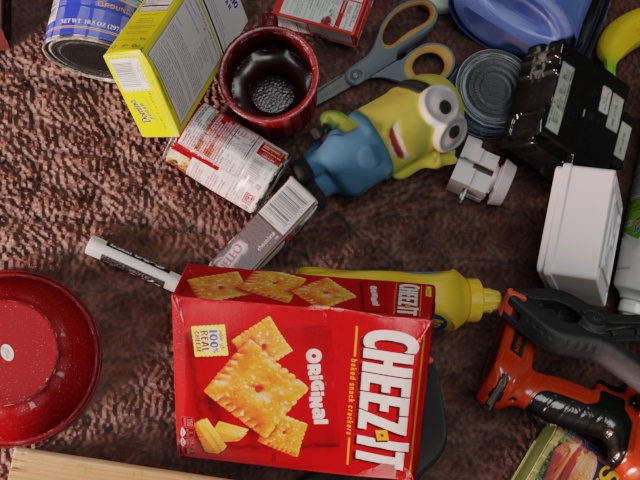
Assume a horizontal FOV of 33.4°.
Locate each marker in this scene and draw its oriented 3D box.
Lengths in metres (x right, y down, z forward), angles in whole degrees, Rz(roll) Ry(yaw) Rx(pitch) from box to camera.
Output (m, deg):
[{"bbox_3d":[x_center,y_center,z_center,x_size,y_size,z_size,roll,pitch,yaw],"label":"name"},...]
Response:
[{"bbox_3d":[-0.159,0.028,0.991,0.121,0.020,0.020,25,76,-3],"label":"marker"}]

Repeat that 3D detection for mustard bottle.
[{"bbox_3d":[0.072,0.054,0.981,0.191,0.096,0.058,0,76,-9],"label":"mustard bottle"}]

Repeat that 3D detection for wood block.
[{"bbox_3d":[-0.162,0.238,0.912,0.206,0.090,0.091,11,76,-6],"label":"wood block"}]

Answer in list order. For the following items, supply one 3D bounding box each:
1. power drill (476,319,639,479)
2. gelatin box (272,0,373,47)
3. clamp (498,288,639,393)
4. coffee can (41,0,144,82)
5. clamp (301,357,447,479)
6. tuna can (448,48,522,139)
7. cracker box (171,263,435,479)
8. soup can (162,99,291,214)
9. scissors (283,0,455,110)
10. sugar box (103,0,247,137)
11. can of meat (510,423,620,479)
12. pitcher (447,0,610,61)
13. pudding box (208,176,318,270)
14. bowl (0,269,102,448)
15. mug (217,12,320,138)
[{"bbox_3d":[0.249,0.132,0.989,0.188,0.057,0.184,24,40,7],"label":"power drill"},{"bbox_3d":[0.006,-0.238,1.054,0.089,0.030,0.073,17,76,12],"label":"gelatin box"},{"bbox_3d":[0.246,0.090,0.959,0.171,0.120,0.039,13,117,-1],"label":"clamp"},{"bbox_3d":[-0.194,-0.231,0.995,0.102,0.103,0.140,11,77,-6],"label":"coffee can"},{"bbox_3d":[0.048,0.199,0.979,0.164,0.036,0.210,18,76,-1],"label":"clamp"},{"bbox_3d":[0.171,-0.147,1.069,0.086,0.034,0.086,2,78,-8],"label":"tuna can"},{"bbox_3d":[-0.016,0.113,0.907,0.214,0.072,0.164,5,116,5],"label":"cracker box"},{"bbox_3d":[-0.087,-0.078,0.998,0.102,0.068,0.068,32,76,-2],"label":"soup can"},{"bbox_3d":[0.053,-0.155,1.061,0.096,0.016,0.201,45,84,-8],"label":"scissors"},{"bbox_3d":[-0.127,-0.185,0.969,0.048,0.093,0.176,1,45,22],"label":"sugar box"},{"bbox_3d":[0.227,0.230,0.990,0.084,0.057,0.102,34,75,2],"label":"can of meat"},{"bbox_3d":[0.240,-0.302,1.072,0.145,0.149,0.242,24,72,12],"label":"pitcher"},{"bbox_3d":[-0.056,0.001,0.976,0.039,0.090,0.113,44,75,0],"label":"pudding box"},{"bbox_3d":[-0.275,0.101,0.941,0.162,0.055,0.162,2,79,-9],"label":"bowl"},{"bbox_3d":[-0.046,-0.156,1.007,0.093,0.081,0.117,-5,80,2],"label":"mug"}]
